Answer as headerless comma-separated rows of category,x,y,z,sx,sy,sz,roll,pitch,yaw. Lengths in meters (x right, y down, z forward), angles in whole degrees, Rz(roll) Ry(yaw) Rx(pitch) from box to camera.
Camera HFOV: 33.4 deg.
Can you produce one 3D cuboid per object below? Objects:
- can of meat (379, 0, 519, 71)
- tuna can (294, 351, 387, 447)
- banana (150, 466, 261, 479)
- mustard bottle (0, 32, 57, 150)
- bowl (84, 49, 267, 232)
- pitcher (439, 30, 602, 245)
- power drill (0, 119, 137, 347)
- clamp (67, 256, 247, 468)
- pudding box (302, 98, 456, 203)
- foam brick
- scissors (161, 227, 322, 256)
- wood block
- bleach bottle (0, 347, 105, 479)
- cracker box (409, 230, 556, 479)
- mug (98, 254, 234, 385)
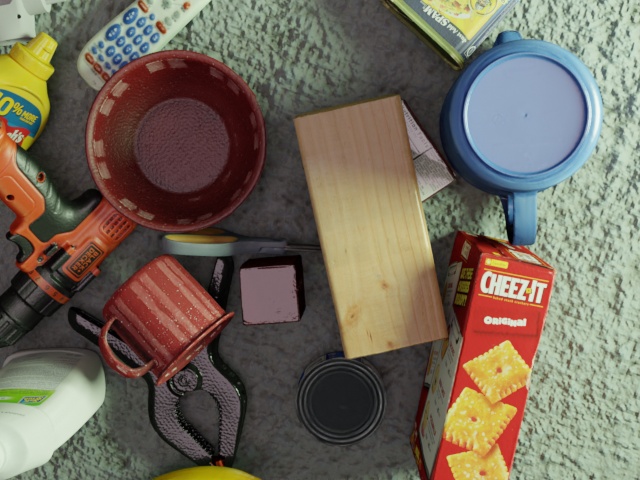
can of meat,0.114,-0.216,0.945,0.102,0.057,0.084,42,94,-3
tuna can,0.019,0.148,1.002,0.086,0.033,0.086,0,97,2
banana,-0.139,0.251,1.003,0.198,0.037,0.069,-34,100,24
mustard bottle,-0.300,-0.106,0.957,0.192,0.096,0.058,-52,50,5
bowl,-0.128,-0.088,0.964,0.162,0.055,0.162,0,91,-1
pitcher,0.161,-0.086,0.864,0.149,0.242,0.145,43,99,3
power drill,-0.278,-0.012,0.942,0.184,0.057,0.187,-46,128,-4
clamp,-0.138,0.127,1.004,0.164,0.036,0.210,-14,95,4
pudding box,0.053,-0.063,0.974,0.113,0.039,0.090,-33,95,4
foam brick,-0.043,0.044,0.970,0.051,0.078,0.053,-4,96,4
scissors,-0.056,0.001,0.989,0.201,0.096,0.016,0,102,-29
wood block,0.043,-0.015,0.914,0.090,0.091,0.206,-12,98,2
bleach bottle,-0.256,0.149,0.903,0.102,0.251,0.068,-4,96,2
cracker box,0.138,0.109,0.928,0.072,0.164,0.214,12,97,-1
mug,-0.144,0.073,0.931,0.081,0.093,0.117,46,53,5
